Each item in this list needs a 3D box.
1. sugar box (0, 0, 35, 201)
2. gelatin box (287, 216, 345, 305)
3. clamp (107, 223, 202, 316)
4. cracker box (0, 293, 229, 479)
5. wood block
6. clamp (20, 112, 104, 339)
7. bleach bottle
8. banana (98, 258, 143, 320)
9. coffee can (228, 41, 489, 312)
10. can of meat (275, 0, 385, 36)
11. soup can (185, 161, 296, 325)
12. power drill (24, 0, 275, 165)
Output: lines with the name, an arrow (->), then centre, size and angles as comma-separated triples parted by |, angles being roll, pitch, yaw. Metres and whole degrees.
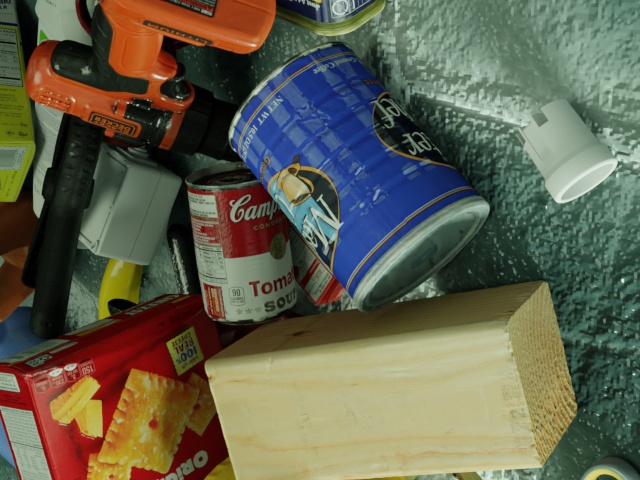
sugar box -> -0.298, -0.133, 0.970 | 0.093, 0.048, 0.176 | -51, 49, 48
gelatin box -> -0.004, -0.009, 0.774 | 0.089, 0.030, 0.073 | 50, 135, 19
clamp -> -0.103, 0.072, 0.908 | 0.171, 0.039, 0.120 | 42, 125, 16
cracker box -> -0.137, 0.165, 0.806 | 0.072, 0.163, 0.214 | -3, 105, 49
wood block -> 0.044, 0.092, 0.676 | 0.206, 0.090, 0.090 | -11, 99, 30
clamp -> -0.195, -0.033, 0.823 | 0.165, 0.036, 0.210 | -132, 57, -65
bleach bottle -> -0.203, -0.125, 0.907 | 0.103, 0.067, 0.251 | 33, 127, 39
banana -> -0.177, 0.089, 1.002 | 0.070, 0.037, 0.198 | -1, 110, 24
coffee can -> 0.023, -0.040, 0.675 | 0.140, 0.102, 0.103 | 52, 137, 17
can of meat -> -0.012, -0.187, 0.663 | 0.102, 0.057, 0.084 | 30, 146, 35
soup can -> -0.055, 0.001, 0.756 | 0.069, 0.068, 0.102 | 11, 114, 44
power drill -> -0.095, -0.115, 0.708 | 0.188, 0.184, 0.057 | 138, 144, -60
